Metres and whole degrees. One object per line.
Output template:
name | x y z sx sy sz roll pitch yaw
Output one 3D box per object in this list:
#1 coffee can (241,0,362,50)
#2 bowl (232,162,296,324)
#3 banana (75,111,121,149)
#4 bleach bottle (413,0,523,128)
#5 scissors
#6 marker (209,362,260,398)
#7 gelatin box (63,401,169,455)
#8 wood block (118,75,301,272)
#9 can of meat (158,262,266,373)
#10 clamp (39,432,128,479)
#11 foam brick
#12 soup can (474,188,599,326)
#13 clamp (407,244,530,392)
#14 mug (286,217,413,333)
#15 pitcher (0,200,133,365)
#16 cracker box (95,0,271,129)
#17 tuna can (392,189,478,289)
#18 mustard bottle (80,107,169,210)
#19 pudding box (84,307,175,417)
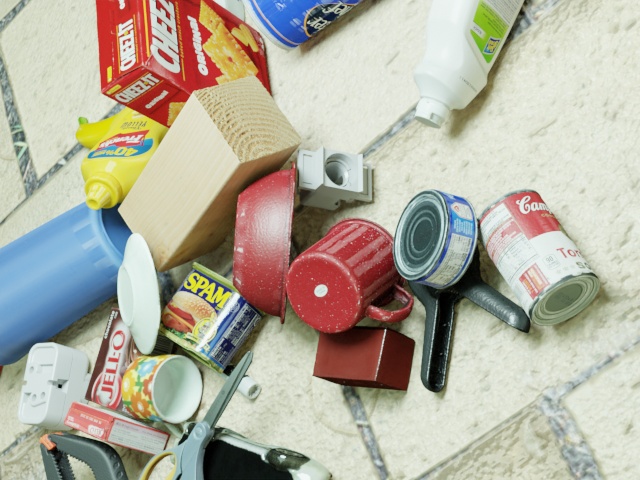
coffee can | -0.006 -0.288 1.169 0.140 0.102 0.103 -30 56 26
bowl | -0.057 0.001 1.059 0.055 0.162 0.162 4 70 -3
banana | -0.252 -0.155 1.358 0.198 0.037 0.069 -14 65 34
bleach bottle | 0.147 -0.230 1.023 0.068 0.102 0.251 20 84 46
scissors | -0.111 0.207 1.040 0.202 0.016 0.096 -46 55 22
marker | -0.108 0.133 1.138 0.121 0.020 0.020 30 92 42
gelatin box | -0.220 0.204 1.153 0.073 0.089 0.030 10 77 41
wood block | -0.119 -0.066 1.117 0.091 0.090 0.206 54 136 12
can of meat | -0.119 0.082 1.130 0.102 0.057 0.084 25 75 42
clamp | -0.231 0.289 1.132 0.210 0.036 0.164 36 100 23
foam brick | 0.041 0.111 1.006 0.078 0.052 0.051 -2 72 39
soup can | 0.185 0.014 0.918 0.069 0.068 0.102 -41 52 19
clamp | 0.127 0.041 0.972 0.120 0.039 0.171 -28 58 31
mug | 0.031 0.041 0.986 0.117 0.081 0.093 32 124 17
pitcher | -0.319 0.037 1.286 0.243 0.144 0.149 -29 69 23
cracker box | -0.143 -0.198 1.169 0.072 0.213 0.164 -26 58 28
tuna can | 0.101 -0.002 0.950 0.086 0.033 0.086 -36 47 51
mustard bottle | -0.222 -0.095 1.231 0.096 0.058 0.191 0 36 19
pudding box | -0.214 0.139 1.208 0.090 0.039 0.113 9 78 42
